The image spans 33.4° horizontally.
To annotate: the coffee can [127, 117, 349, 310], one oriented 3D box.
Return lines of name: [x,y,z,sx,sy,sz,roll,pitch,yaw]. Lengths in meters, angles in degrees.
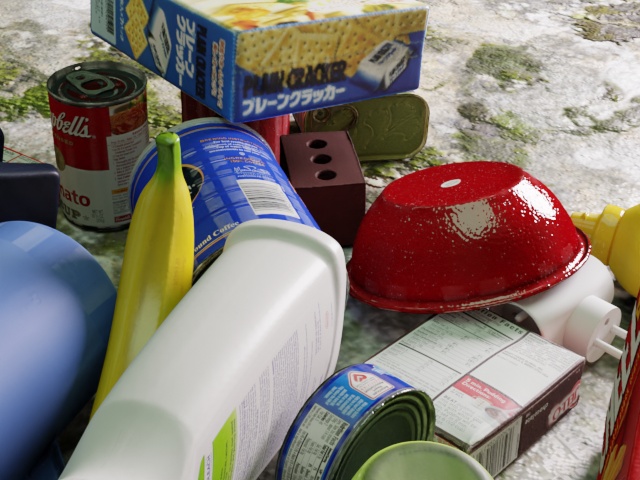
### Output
coffee can: [-0.054,0.001,0.656,0.102,0.103,0.140,-10,36,-17]

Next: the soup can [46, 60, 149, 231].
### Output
soup can: [-0.153,-0.066,0.751,0.068,0.102,0.068,1,34,-1]

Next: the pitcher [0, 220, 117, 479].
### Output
pitcher: [-0.186,0.092,0.497,0.145,0.149,0.242,4,26,20]

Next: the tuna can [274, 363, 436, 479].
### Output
tuna can: [0.017,0.104,0.521,0.034,0.086,0.086,27,41,34]

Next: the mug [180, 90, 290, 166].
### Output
mug: [-0.065,-0.085,0.801,0.093,0.081,0.117,3,33,2]

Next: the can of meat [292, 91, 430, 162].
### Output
can of meat: [0.027,-0.108,0.865,0.102,0.057,0.084,-5,32,-11]

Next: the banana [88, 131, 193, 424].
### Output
banana: [-0.092,0.046,0.537,0.037,0.069,0.198,0,67,12]

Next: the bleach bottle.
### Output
bleach bottle: [-0.058,0.080,0.464,0.068,0.102,0.250,10,24,16]

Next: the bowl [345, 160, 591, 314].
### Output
bowl: [0.088,-0.011,0.682,0.162,0.055,0.162,-10,19,3]

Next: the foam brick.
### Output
foam brick: [0.000,-0.037,0.760,0.053,0.051,0.078,-4,34,-8]

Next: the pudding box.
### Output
pudding box: [0.080,0.083,0.598,0.090,0.039,0.113,27,38,36]
